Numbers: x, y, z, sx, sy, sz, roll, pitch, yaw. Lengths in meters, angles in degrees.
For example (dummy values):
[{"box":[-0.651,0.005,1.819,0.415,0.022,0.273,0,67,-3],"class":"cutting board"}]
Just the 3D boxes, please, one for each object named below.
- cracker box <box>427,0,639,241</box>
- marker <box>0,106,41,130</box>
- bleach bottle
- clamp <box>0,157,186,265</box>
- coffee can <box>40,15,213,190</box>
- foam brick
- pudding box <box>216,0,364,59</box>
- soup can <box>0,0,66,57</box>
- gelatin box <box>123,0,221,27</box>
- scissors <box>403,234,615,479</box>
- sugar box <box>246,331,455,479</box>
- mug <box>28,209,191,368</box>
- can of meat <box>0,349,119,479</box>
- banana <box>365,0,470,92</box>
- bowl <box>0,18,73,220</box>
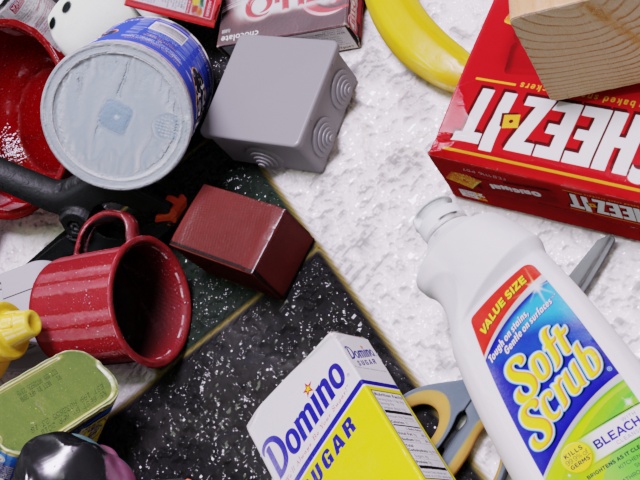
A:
[{"box":[0.185,-0.118,0.682,0.164,0.072,0.213,16,74,33],"class":"cracker box"},{"box":[-0.243,-0.111,0.929,0.121,0.020,0.020,-12,61,22],"class":"marker"},{"box":[0.122,0.077,0.606,0.102,0.068,0.251,-35,60,3],"class":"bleach bottle"},{"box":[-0.186,-0.009,0.819,0.171,0.120,0.039,5,37,12],"class":"clamp"},{"box":[-0.136,-0.104,0.780,0.103,0.103,0.140,-30,16,10],"class":"coffee can"},{"box":[-0.055,0.001,0.757,0.078,0.053,0.051,18,75,32],"class":"foam brick"},{"box":[-0.021,-0.190,0.843,0.114,0.039,0.090,-6,63,24],"class":"pudding box"},{"box":[-0.259,-0.188,0.925,0.069,0.102,0.068,-12,61,22],"class":"soup can"},{"box":[-0.117,-0.207,0.861,0.089,0.073,0.030,-98,24,-59],"class":"gelatin box"},{"box":[0.103,0.075,0.661,0.096,0.016,0.201,16,74,32],"class":"scissors"},{"box":[0.029,0.149,0.631,0.093,0.048,0.176,-49,54,20],"class":"sugar box"},{"box":[-0.153,0.036,0.763,0.082,0.093,0.117,-9,80,28],"class":"mug"},{"box":[-0.189,0.129,0.712,0.057,0.101,0.084,42,131,14],"class":"can of meat"},{"box":[0.069,-0.178,0.792,0.070,0.037,0.198,-22,58,17],"class":"banana"},{"box":[-0.240,-0.098,0.877,0.162,0.055,0.162,3,96,35],"class":"bowl"}]
